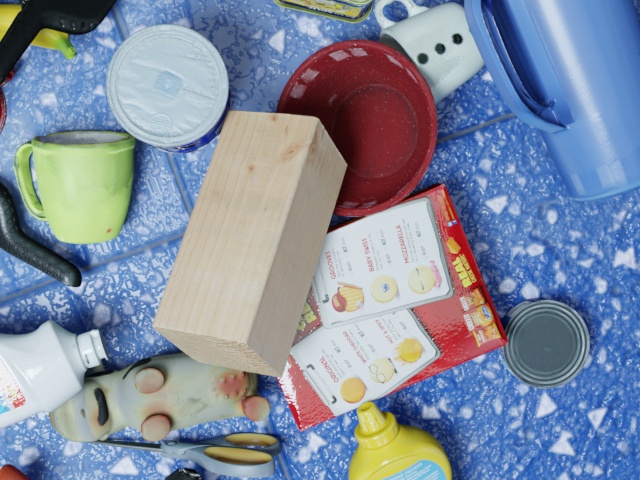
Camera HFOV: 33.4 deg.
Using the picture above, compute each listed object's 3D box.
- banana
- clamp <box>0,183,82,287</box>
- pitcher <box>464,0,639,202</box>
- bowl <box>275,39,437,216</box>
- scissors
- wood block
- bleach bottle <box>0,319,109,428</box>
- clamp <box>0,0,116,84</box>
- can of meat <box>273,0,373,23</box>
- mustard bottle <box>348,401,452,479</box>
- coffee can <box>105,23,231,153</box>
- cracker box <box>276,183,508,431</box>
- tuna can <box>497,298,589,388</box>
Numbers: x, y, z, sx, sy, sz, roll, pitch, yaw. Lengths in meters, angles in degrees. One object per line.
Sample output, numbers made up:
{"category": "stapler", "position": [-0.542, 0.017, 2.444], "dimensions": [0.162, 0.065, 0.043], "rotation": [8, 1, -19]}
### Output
{"category": "banana", "position": [-0.316, -0.194, 0.985], "dimensions": [0.198, 0.069, 0.037], "rotation": [0, 119, 4]}
{"category": "clamp", "position": [-0.316, 0.008, 1.004], "dimensions": [0.120, 0.039, 0.171], "rotation": [-39, 87, 6]}
{"category": "pitcher", "position": [0.233, -0.159, 0.984], "dimensions": [0.149, 0.145, 0.243], "rotation": [-22, 96, 12]}
{"category": "bowl", "position": [0.040, -0.103, 0.995], "dimensions": [0.162, 0.055, 0.162], "rotation": [1, 93, 25]}
{"category": "scissors", "position": [-0.125, 0.196, 1.025], "dimensions": [0.202, 0.096, 0.016], "rotation": [6, 100, 27]}
{"category": "wood block", "position": [-0.057, 0.001, 0.917], "dimensions": [0.090, 0.090, 0.206], "rotation": [8, 69, 24]}
{"category": "bleach bottle", "position": [-0.310, 0.120, 0.920], "dimensions": [0.250, 0.068, 0.102], "rotation": [-18, 92, -5]}
{"category": "clamp", "position": [-0.249, -0.211, 0.933], "dimensions": [0.209, 0.036, 0.164], "rotation": [-14, 79, -47]}
{"category": "can of meat", "position": [0.005, -0.244, 0.991], "dimensions": [0.102, 0.084, 0.057], "rotation": [12, 91, -4]}
{"category": "mustard bottle", "position": [0.080, 0.232, 1.000], "dimensions": [0.096, 0.058, 0.191], "rotation": [-25, 111, 3]}
{"category": "coffee can", "position": [-0.132, -0.132, 0.958], "dimensions": [0.102, 0.140, 0.103], "rotation": [0, 92, -4]}
{"category": "cracker box", "position": [0.046, 0.060, 1.011], "dimensions": [0.213, 0.072, 0.164], "rotation": [-23, 93, -1]}
{"category": "tuna can", "position": [0.216, 0.099, 1.040], "dimensions": [0.086, 0.034, 0.086], "rotation": [0, 92, -3]}
